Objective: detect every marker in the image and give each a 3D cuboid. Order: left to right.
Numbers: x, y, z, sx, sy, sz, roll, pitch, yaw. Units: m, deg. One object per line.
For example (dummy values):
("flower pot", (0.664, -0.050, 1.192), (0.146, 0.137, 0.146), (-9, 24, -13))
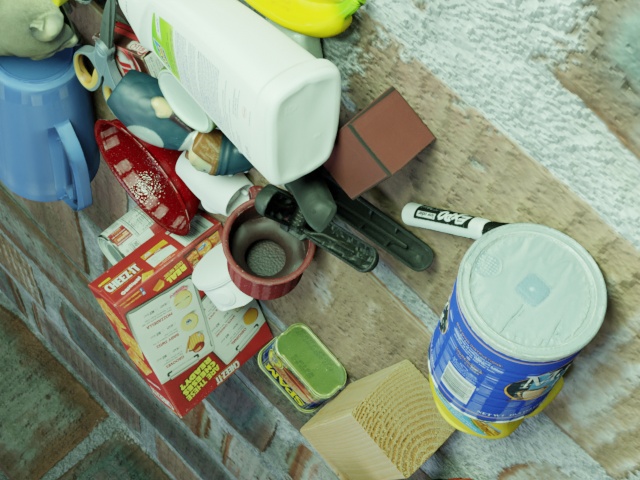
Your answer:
("marker", (0.108, -0.012, 0.829), (0.121, 0.020, 0.020), (16, 142, 53))

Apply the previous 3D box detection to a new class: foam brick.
("foam brick", (0.040, -0.072, 0.814), (0.051, 0.053, 0.078), (50, 159, -4))

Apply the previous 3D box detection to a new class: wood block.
("wood block", (0.061, 0.206, 1.183), (0.091, 0.090, 0.206), (48, 159, 1))

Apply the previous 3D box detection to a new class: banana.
("banana", (-0.042, -0.202, 0.782), (0.198, 0.037, 0.070), (39, 138, 21))

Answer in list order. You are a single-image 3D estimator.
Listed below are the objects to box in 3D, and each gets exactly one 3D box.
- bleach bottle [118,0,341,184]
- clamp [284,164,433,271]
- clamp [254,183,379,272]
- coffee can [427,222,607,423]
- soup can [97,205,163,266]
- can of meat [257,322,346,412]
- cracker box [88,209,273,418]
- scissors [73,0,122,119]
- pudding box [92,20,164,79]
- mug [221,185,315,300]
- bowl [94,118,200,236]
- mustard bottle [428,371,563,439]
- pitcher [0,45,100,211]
("bleach bottle", (-0.086, -0.153, 0.815), (0.251, 0.068, 0.103), (46, 150, 30))
("clamp", (-0.001, -0.047, 0.909), (0.164, 0.036, 0.210), (26, -165, -46))
("clamp", (-0.024, -0.024, 0.964), (0.120, 0.039, 0.172), (36, 178, -25))
("coffee can", (0.140, 0.064, 0.784), (0.103, 0.102, 0.140), (42, 157, 16))
("soup can", (-0.220, -0.010, 1.338), (0.068, 0.102, 0.068), (40, 156, 21))
("can of meat", (-0.021, 0.155, 1.299), (0.102, 0.057, 0.084), (48, 156, 3))
("cracker box", (-0.168, 0.089, 1.321), (0.072, 0.164, 0.213), (30, 152, 42))
("scissors", (-0.202, -0.172, 1.051), (0.096, 0.016, 0.202), (54, 157, -10))
("pudding box", (-0.178, -0.161, 1.093), (0.090, 0.039, 0.113), (29, 150, 41))
("mug", (-0.057, 0.001, 1.087), (0.081, 0.093, 0.117), (105, 151, -70))
("bowl", (-0.184, -0.085, 1.209), (0.162, 0.055, 0.162), (40, 157, 21))
("mustard bottle", (0.143, 0.128, 0.944), (0.096, 0.058, 0.192), (43, 157, 11))
("pitcher", (-0.330, -0.150, 1.284), (0.149, 0.145, 0.243), (16, 152, -2))
